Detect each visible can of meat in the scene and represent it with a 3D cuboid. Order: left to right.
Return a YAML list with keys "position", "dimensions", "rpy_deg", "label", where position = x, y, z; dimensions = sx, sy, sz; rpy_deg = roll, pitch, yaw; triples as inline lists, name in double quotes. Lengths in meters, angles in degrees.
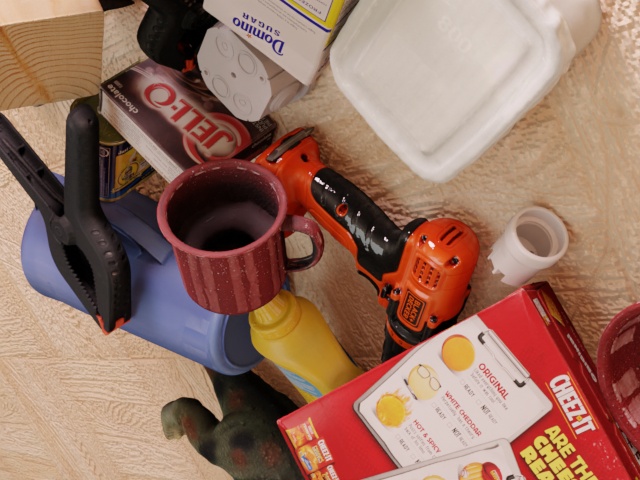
- position: [-0.161, -0.092, 0.901]
  dimensions: [0.057, 0.102, 0.084]
  rpy_deg: [40, 147, 16]
  label: "can of meat"

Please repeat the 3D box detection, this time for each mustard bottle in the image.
- position: [-0.007, 0.098, 0.879]
  dimensions: [0.096, 0.058, 0.191]
  rpy_deg: [36, 167, 45]
  label: "mustard bottle"

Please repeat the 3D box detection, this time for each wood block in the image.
- position: [-0.244, -0.210, 0.830]
  dimensions: [0.206, 0.090, 0.091]
  rpy_deg: [63, 154, 27]
  label: "wood block"

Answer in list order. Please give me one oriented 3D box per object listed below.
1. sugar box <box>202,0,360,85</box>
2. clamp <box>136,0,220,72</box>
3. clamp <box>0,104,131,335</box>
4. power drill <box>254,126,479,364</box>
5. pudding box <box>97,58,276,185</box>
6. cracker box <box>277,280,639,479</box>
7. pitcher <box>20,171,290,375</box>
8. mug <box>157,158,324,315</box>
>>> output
- position: [-0.014, -0.176, 0.638]
  dimensions: [0.093, 0.048, 0.176]
  rpy_deg: [38, 156, 4]
  label: "sugar box"
- position: [-0.099, -0.167, 0.743]
  dimensions: [0.039, 0.120, 0.172]
  rpy_deg: [54, 149, 14]
  label: "clamp"
- position: [-0.212, -0.020, 0.894]
  dimensions: [0.165, 0.036, 0.210]
  rpy_deg: [14, 126, 44]
  label: "clamp"
- position: [0.028, 0.013, 0.819]
  dimensions: [0.188, 0.057, 0.185]
  rpy_deg: [36, 143, 18]
  label: "power drill"
- position: [-0.105, -0.096, 0.840]
  dimensions: [0.113, 0.089, 0.039]
  rpy_deg: [42, 146, 14]
  label: "pudding box"
- position: [0.099, 0.148, 0.738]
  dimensions: [0.214, 0.072, 0.164]
  rpy_deg: [-32, 80, 26]
  label: "cracker box"
- position: [-0.153, 0.025, 0.975]
  dimensions: [0.243, 0.149, 0.145]
  rpy_deg: [22, 109, 32]
  label: "pitcher"
- position: [-0.055, 0.001, 0.783]
  dimensions: [0.117, 0.093, 0.081]
  rpy_deg: [1, 141, 5]
  label: "mug"
